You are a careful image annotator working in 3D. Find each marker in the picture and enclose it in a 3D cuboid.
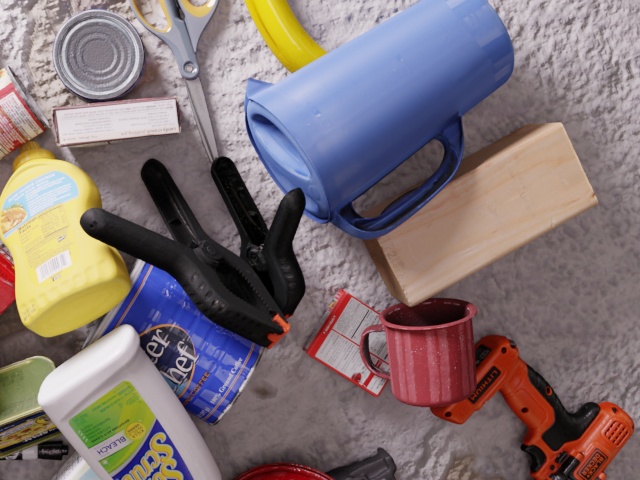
[{"bbox_3d":[-0.302,0.201,1.018,0.121,0.020,0.020,1,94,-9],"label":"marker"}]

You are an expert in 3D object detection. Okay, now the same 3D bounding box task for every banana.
[{"bbox_3d":[-0.036,-0.221,1.022,0.069,0.037,0.198,-42,103,-33],"label":"banana"}]

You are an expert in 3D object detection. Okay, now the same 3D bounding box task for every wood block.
[{"bbox_3d":[0.147,-0.027,1.034,0.206,0.091,0.090,-28,99,-6],"label":"wood block"}]

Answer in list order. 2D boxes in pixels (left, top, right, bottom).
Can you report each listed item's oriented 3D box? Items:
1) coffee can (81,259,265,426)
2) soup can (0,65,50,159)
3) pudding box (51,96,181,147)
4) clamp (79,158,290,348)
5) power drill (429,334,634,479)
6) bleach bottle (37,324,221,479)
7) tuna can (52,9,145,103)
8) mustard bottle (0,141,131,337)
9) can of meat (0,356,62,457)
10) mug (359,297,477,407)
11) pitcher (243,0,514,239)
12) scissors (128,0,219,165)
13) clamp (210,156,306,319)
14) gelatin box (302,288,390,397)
[{"bbox_3d":[-0.135,0.094,0.994,0.140,0.103,0.103,32,89,-10],"label":"coffee can"},{"bbox_3d":[-0.307,-0.103,0.971,0.102,0.068,0.068,-34,98,-5],"label":"soup can"},{"bbox_3d":[-0.184,-0.109,0.978,0.113,0.090,0.039,-9,96,-8],"label":"pudding box"},{"bbox_3d":[-0.115,0.020,0.953,0.210,0.164,0.036,46,113,0],"label":"clamp"},{"bbox_3d":[0.201,0.201,1.078,0.187,0.057,0.184,41,84,-12],"label":"power drill"},{"bbox_3d":[-0.135,0.200,0.943,0.102,0.068,0.250,-33,109,5],"label":"bleach bottle"},{"bbox_3d":[-0.207,-0.172,0.998,0.086,0.034,0.086,-1,94,-9],"label":"tuna can"},{"bbox_3d":[-0.239,-0.014,0.955,0.096,0.058,0.192,-30,59,7],"label":"mustard bottle"},{"bbox_3d":[-0.276,0.152,0.978,0.102,0.084,0.057,-20,68,-7],"label":"can of meat"},{"bbox_3d":[0.093,0.107,1.013,0.117,0.093,0.081,-2,104,18],"label":"mug"},{"bbox_3d":[0.064,-0.124,0.984,0.242,0.145,0.149,-35,126,-15],"label":"pitcher"},{"bbox_3d":[-0.112,-0.180,1.021,0.096,0.016,0.202,-31,98,-5],"label":"scissors"},{"bbox_3d":[-0.057,0.001,1.007,0.039,0.120,0.171,-24,133,-29],"label":"clamp"},{"bbox_3d":[0.039,0.102,1.058,0.089,0.030,0.073,33,88,-12],"label":"gelatin box"}]
